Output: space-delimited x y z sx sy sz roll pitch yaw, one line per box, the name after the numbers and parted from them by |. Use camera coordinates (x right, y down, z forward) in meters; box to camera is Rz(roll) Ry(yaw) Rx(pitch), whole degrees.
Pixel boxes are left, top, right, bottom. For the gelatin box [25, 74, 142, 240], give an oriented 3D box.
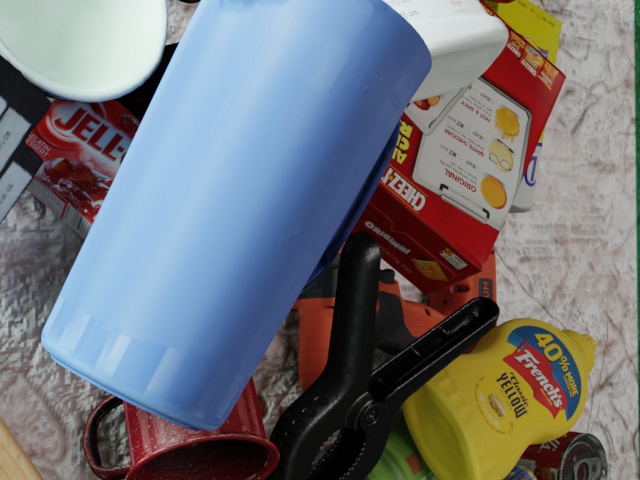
-0.133 -0.045 0.636 0.089 0.030 0.073 40 61 0 | gelatin box

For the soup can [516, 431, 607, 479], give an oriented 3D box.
0.178 0.189 0.895 0.068 0.102 0.068 1 89 -42 | soup can

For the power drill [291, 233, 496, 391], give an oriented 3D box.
0.057 0.029 0.819 0.187 0.057 0.184 8 81 -40 | power drill

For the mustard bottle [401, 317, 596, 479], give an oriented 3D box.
0.150 0.112 0.813 0.191 0.058 0.096 -22 80 -40 | mustard bottle

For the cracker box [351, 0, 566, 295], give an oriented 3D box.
0.072 -0.092 0.773 0.164 0.072 0.213 39 53 -13 | cracker box

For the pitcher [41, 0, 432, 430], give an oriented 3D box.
-0.043 -0.022 0.589 0.149 0.145 0.243 28 82 -9 | pitcher

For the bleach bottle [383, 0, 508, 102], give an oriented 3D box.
0.020 -0.212 0.718 0.102 0.068 0.251 -17 70 -32 | bleach bottle

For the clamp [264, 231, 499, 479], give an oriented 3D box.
0.031 0.103 0.701 0.164 0.036 0.210 17 104 -45 | clamp

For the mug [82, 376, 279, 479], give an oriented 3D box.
-0.090 0.110 0.658 0.093 0.117 0.081 67 6 -56 | mug
